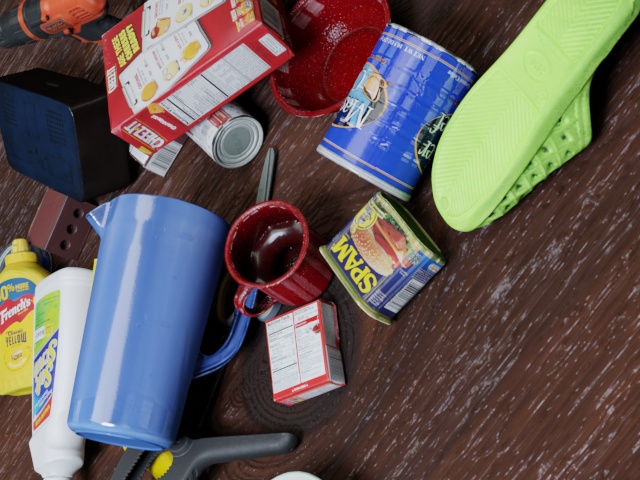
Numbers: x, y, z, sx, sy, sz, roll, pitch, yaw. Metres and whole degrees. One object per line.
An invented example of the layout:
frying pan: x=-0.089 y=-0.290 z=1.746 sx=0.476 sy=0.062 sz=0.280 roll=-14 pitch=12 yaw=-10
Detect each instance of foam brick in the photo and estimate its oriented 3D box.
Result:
foam brick: x=-0.332 y=-0.021 z=1.368 sx=0.051 sy=0.052 sz=0.078 roll=21 pitch=88 yaw=43

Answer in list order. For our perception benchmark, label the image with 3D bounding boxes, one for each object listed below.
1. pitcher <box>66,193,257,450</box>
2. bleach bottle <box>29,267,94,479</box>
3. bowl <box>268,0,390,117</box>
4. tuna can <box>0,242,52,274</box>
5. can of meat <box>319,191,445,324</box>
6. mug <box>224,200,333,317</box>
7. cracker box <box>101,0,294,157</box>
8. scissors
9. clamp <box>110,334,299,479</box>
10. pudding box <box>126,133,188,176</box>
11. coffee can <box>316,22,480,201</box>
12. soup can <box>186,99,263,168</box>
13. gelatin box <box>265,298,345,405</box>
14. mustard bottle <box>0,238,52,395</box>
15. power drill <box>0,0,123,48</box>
pitcher: x=-0.166 y=0.086 z=1.082 sx=0.149 sy=0.144 sz=0.243 roll=0 pitch=70 yaw=28
bleach bottle: x=-0.291 y=0.164 z=1.222 sx=0.103 sy=0.068 sz=0.251 roll=-25 pitch=59 yaw=45
bowl: x=0.022 y=-0.197 z=1.133 sx=0.162 sy=0.055 sz=0.162 roll=-16 pitch=64 yaw=36
tuna can: x=-0.394 y=0.043 z=1.410 sx=0.086 sy=0.033 sz=0.086 roll=-16 pitch=64 yaw=35
can of meat: x=0.061 y=0.015 z=1.021 sx=0.084 sy=0.057 sz=0.102 roll=-46 pitch=51 yaw=14
mug: x=-0.043 y=0.027 z=1.074 sx=0.093 sy=0.081 sz=0.117 roll=29 pitch=85 yaw=33
cracker box: x=-0.138 y=-0.215 z=1.180 sx=0.214 sy=0.072 sz=0.164 roll=-32 pitch=48 yaw=22
scissors: x=-0.058 y=0.001 z=1.153 sx=0.096 sy=0.016 sz=0.202 roll=19 pitch=87 yaw=41
clamp: x=-0.130 y=0.212 z=1.089 sx=0.210 sy=0.036 sz=0.165 roll=-44 pitch=49 yaw=-6
pudding box: x=-0.198 y=-0.148 z=1.314 sx=0.090 sy=0.039 sz=0.113 roll=39 pitch=98 yaw=42
coffee can: x=0.074 y=-0.123 z=1.027 sx=0.103 sy=0.102 sz=0.140 roll=35 pitch=98 yaw=42
soup can: x=-0.119 y=-0.134 z=1.221 sx=0.068 sy=0.068 sz=0.102 roll=-56 pitch=48 yaw=9
gelatin box: x=-0.015 y=0.111 z=1.066 sx=0.073 sy=0.030 sz=0.089 roll=-25 pitch=59 yaw=33
mustard bottle: x=-0.365 y=0.091 z=1.327 sx=0.096 sy=0.058 sz=0.191 roll=-16 pitch=74 yaw=25
power drill: x=-0.291 y=-0.250 z=1.329 sx=0.185 sy=0.187 sz=0.057 roll=-10 pitch=69 yaw=36
